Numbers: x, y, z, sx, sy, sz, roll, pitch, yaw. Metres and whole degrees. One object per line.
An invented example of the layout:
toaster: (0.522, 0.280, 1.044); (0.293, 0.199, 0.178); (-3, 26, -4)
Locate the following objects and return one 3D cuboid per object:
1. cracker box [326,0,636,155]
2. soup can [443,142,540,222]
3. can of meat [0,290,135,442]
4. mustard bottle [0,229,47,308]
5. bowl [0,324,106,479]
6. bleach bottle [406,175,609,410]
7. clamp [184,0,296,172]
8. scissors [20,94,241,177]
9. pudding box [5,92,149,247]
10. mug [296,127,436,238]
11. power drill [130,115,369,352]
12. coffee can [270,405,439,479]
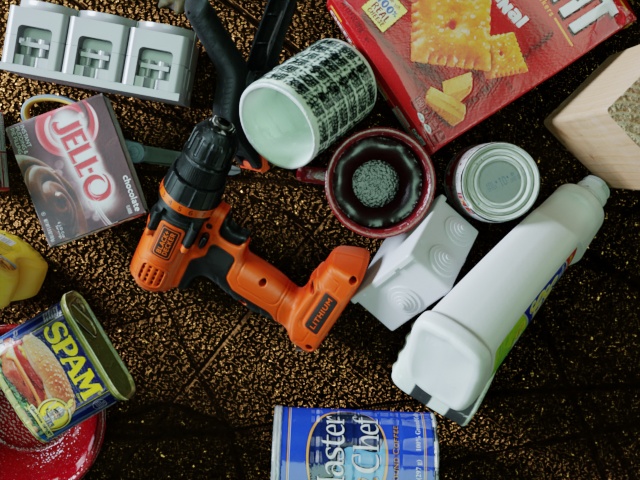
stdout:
cracker box: (0.137, -0.198, 0.926); (0.213, 0.072, 0.164); (-33, 94, 1)
soup can: (0.146, -0.050, 0.920); (0.068, 0.102, 0.068); (0, 94, 0)
can of meat: (-0.219, 0.107, 0.894); (0.084, 0.057, 0.102); (-30, 93, 5)
mustard bottle: (-0.293, 0.024, 0.876); (0.096, 0.191, 0.058); (24, 93, -2)
bowl: (-0.268, 0.151, 0.953); (0.162, 0.055, 0.162); (0, 94, -1)
bleach bottle: (0.171, 0.025, 0.893); (0.068, 0.103, 0.250); (34, 59, 19)
clamp: (-0.055, -0.147, 0.925); (0.120, 0.039, 0.171); (-29, 127, -32)
scissors: (-0.182, -0.064, 0.960); (0.201, 0.016, 0.096); (25, 95, -2)
pudding box: (-0.210, -0.061, 0.932); (0.090, 0.039, 0.113); (-20, 95, 1)
mug: (0.037, -0.051, 0.930); (0.117, 0.081, 0.093); (4, 94, -1)
power drill: (-0.056, 0.001, 0.914); (0.187, 0.057, 0.185); (29, 126, -3)
coffee can: (0.028, 0.199, 0.935); (0.140, 0.103, 0.103); (2, 94, -1)
